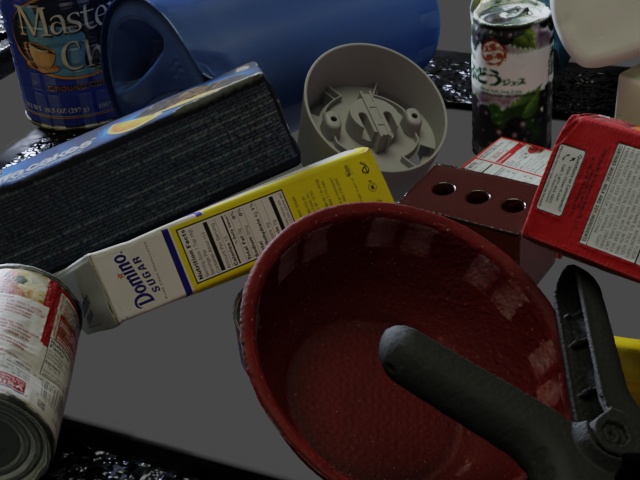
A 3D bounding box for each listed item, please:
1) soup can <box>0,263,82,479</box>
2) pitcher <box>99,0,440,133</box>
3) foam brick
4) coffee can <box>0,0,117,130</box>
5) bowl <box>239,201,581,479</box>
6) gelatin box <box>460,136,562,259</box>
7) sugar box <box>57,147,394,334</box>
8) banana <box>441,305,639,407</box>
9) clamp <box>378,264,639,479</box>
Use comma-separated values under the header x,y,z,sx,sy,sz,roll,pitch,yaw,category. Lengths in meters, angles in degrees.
x,y,z,sx,sy,sz,roll,pitch,yaw,category
-0.159,0.068,0.532,0.068,0.068,0.102,-6,33,0,soup can
-0.036,-0.144,0.796,0.242,0.145,0.149,-25,72,-34,pitcher
0.091,-0.004,0.620,0.078,0.051,0.052,15,38,29,foam brick
-0.197,-0.172,0.843,0.103,0.140,0.103,-4,33,2,coffee can
0.035,0.061,0.489,0.162,0.055,0.162,11,51,-14,bowl
0.131,-0.029,0.673,0.089,0.030,0.073,20,42,35,gelatin box
-0.054,0.001,0.607,0.176,0.048,0.093,-26,3,-24,sugar box
0.124,0.055,0.541,0.198,0.037,0.069,10,18,21,banana
0.101,0.085,0.436,0.120,0.039,0.171,-12,53,-21,clamp
